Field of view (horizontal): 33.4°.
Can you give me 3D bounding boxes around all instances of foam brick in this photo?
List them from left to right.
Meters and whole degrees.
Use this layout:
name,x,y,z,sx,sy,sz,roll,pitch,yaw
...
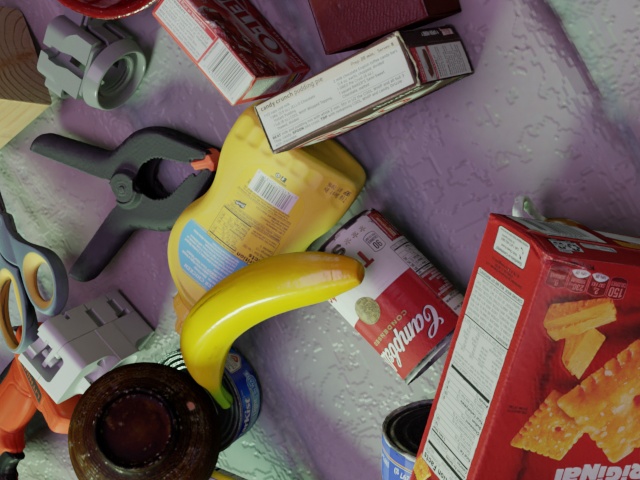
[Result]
name,x,y,z,sx,sy,sz,roll,pitch,yaw
foam brick,0.038,-0.154,0.670,0.078,0.052,0.051,-14,96,31

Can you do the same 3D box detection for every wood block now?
name,x,y,z,sx,sy,sz,roll,pitch,yaw
wood block,-0.321,-0.098,0.856,0.206,0.090,0.090,-31,73,32

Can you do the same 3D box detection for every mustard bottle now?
name,x,y,z,sx,sy,sz,roll,pitch,yaw
mustard bottle,-0.055,0.001,0.761,0.096,0.058,0.192,35,119,-1

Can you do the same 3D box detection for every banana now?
name,x,y,z,sx,sy,sz,roll,pitch,yaw
banana,-0.047,0.051,0.721,0.069,0.037,0.198,26,138,-18

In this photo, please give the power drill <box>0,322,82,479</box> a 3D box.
name,x,y,z,sx,sy,sz,roll,pitch,yaw
power drill,-0.253,0.174,0.898,0.188,0.057,0.184,-47,59,27

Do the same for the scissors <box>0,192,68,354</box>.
name,x,y,z,sx,sy,sz,roll,pitch,yaw
scissors,-0.241,-0.012,0.850,0.096,0.016,0.202,-23,73,38

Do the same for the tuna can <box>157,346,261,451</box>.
name,x,y,z,sx,sy,sz,roll,pitch,yaw
tuna can,-0.089,0.121,0.830,0.086,0.033,0.086,8,108,27

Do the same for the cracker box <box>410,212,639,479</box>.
name,x,y,z,sx,sy,sz,roll,pitch,yaw
cracker box,0.150,0.104,0.604,0.072,0.164,0.214,-134,56,-64

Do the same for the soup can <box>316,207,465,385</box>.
name,x,y,z,sx,sy,sz,roll,pitch,yaw
soup can,0.047,0.036,0.710,0.102,0.068,0.069,46,120,12

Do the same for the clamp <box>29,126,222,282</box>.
name,x,y,z,sx,sy,sz,roll,pitch,yaw
clamp,-0.149,-0.049,0.813,0.172,0.039,0.120,-24,96,26

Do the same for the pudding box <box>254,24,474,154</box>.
name,x,y,z,sx,sy,sz,roll,pitch,yaw
pudding box,0.028,-0.095,0.671,0.114,0.089,0.039,-25,91,32

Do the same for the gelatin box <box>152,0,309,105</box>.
name,x,y,z,sx,sy,sz,roll,pitch,yaw
gelatin box,-0.060,-0.135,0.718,0.089,0.073,0.030,49,120,9
